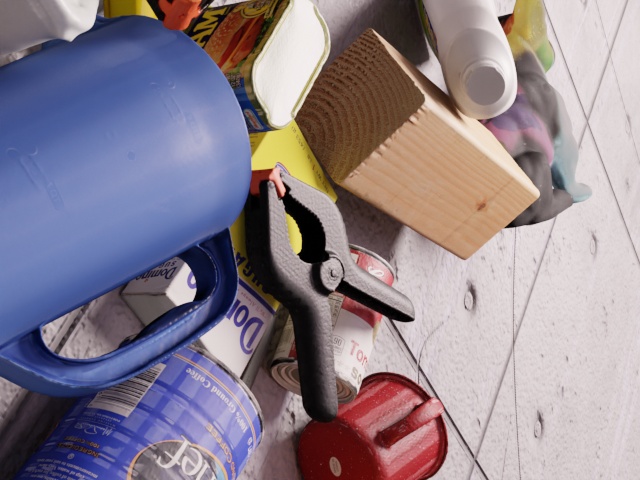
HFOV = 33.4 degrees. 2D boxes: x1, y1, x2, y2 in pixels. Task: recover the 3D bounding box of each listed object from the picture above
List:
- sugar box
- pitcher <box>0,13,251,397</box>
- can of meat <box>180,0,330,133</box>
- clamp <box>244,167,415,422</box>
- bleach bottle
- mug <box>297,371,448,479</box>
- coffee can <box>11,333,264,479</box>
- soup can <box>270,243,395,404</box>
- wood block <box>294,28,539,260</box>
[{"bbox_3d":[-0.054,0.001,0.718,0.093,0.048,0.176,58,43,-36],"label":"sugar box"},{"bbox_3d":[-0.148,-0.005,0.505,0.242,0.149,0.145,-36,142,-47],"label":"pitcher"},{"bbox_3d":[-0.051,-0.112,0.693,0.057,0.084,0.102,56,46,-38],"label":"can of meat"},{"bbox_3d":[-0.006,0.033,0.707,0.171,0.039,0.120,52,48,-25],"label":"clamp"},{"bbox_3d":[0.119,-0.165,0.865,0.250,0.068,0.102,-84,157,-67],"label":"bleach bottle"},{"bbox_3d":[0.044,0.151,0.800,0.081,0.117,0.093,-23,80,-49],"label":"mug"},{"bbox_3d":[-0.107,0.134,0.582,0.140,0.103,0.103,-55,132,-42],"label":"coffee can"},{"bbox_3d":[0.009,0.061,0.789,0.068,0.069,0.102,49,51,-43],"label":"soup can"},{"bbox_3d":[0.079,-0.069,0.849,0.205,0.091,0.090,28,24,-52],"label":"wood block"}]
